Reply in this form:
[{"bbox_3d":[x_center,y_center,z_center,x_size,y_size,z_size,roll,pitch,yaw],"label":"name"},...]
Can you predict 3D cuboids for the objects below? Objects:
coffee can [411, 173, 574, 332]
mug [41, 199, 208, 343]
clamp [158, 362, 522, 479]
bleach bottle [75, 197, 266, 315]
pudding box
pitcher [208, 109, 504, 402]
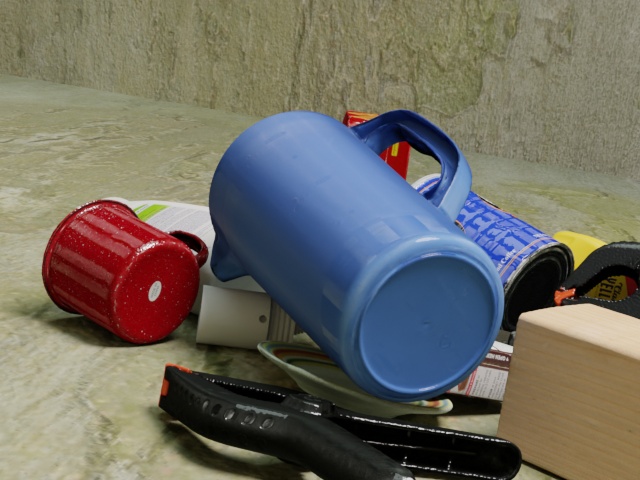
[{"bbox_3d":[0.135,0.016,0.937,0.102,0.103,0.140,-2,29,-45],"label":"coffee can"},{"bbox_3d":[-0.135,0.022,0.792,0.117,0.093,0.082,-22,34,-40],"label":"mug"},{"bbox_3d":[0.002,0.107,0.600,0.210,0.036,0.164,12,1,36],"label":"clamp"},{"bbox_3d":[-0.134,0.002,0.935,0.102,0.068,0.251,-35,34,-33],"label":"bleach bottle"},{"bbox_3d":[0.082,0.081,0.761,0.089,0.039,0.114,13,1,-37],"label":"pudding box"},{"bbox_3d":[0.027,-0.001,0.712,0.144,0.149,0.243,3,19,-23],"label":"pitcher"}]
